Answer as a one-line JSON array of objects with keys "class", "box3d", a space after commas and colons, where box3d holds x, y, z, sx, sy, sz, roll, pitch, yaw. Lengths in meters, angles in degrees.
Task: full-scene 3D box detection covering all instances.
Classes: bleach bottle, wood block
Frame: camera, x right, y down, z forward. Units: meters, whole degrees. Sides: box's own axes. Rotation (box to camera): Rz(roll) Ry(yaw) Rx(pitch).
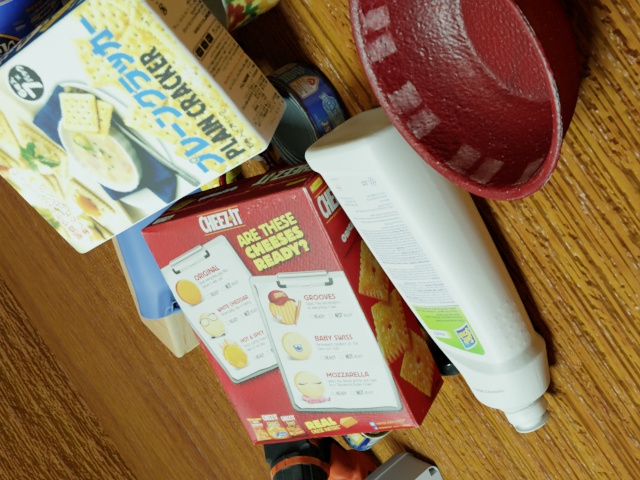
[{"class": "bleach bottle", "box3d": [0.089, 0.026, 0.753, 0.251, 0.068, 0.103, 60, 158, -14]}, {"class": "wood block", "box3d": [-0.179, 0.029, 1.272, 0.091, 0.090, 0.206, 39, 152, 35]}]

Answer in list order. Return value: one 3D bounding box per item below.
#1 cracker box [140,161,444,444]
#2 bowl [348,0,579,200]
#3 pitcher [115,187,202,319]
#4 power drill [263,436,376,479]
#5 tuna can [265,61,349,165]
[{"class": "cracker box", "box3d": [-0.020, 0.052, 0.845, 0.164, 0.072, 0.213, -13, 111, 33]}, {"class": "bowl", "box3d": [0.087, -0.104, 0.583, 0.162, 0.055, 0.162, 45, 155, 27]}, {"class": "pitcher", "box3d": [-0.151, -0.058, 1.045, 0.149, 0.144, 0.243, 1, 114, 54]}, {"class": "power drill", "box3d": [0.006, 0.250, 1.096, 0.187, 0.057, 0.184, 52, -158, -48]}, {"class": "tuna can", "box3d": [-0.014, -0.095, 0.832, 0.086, 0.033, 0.086, 45, 155, 27]}]
